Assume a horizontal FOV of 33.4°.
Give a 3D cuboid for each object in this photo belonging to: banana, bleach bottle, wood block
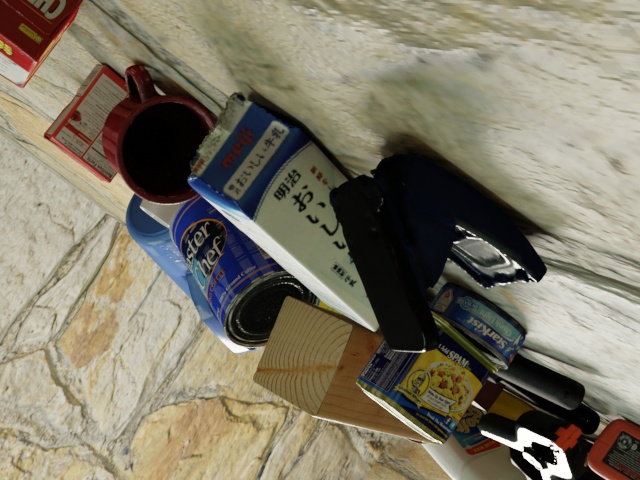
[{"bbox_3d":[0.183,0.176,1.287,0.198,0.037,0.069,31,173,22],"label":"banana"},{"bbox_3d":[0.180,0.244,1.280,0.102,0.068,0.251,1,-156,-24],"label":"bleach bottle"},{"bbox_3d":[0.046,0.130,1.039,0.091,0.090,0.205,23,180,42],"label":"wood block"}]

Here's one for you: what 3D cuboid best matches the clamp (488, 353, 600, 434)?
[{"bbox_3d":[0.166,0.113,0.998,0.210,0.036,0.164,30,173,19],"label":"clamp"}]

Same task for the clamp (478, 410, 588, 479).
[{"bbox_3d":[0.211,0.200,1.053,0.120,0.039,0.171,36,159,16],"label":"clamp"}]

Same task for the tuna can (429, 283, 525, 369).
[{"bbox_3d":[0.133,0.073,0.921,0.086,0.033,0.086,34,172,5],"label":"tuna can"}]

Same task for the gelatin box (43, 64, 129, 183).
[{"bbox_3d":[-0.208,-0.111,1.019,0.073,0.089,0.030,39,171,-30],"label":"gelatin box"}]

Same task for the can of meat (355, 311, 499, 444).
[{"bbox_3d":[0.089,0.114,0.903,0.102,0.084,0.058,40,170,-32],"label":"can of meat"}]

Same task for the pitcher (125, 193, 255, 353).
[{"bbox_3d":[-0.136,0.024,1.337,0.149,0.145,0.242,32,169,39],"label":"pitcher"}]

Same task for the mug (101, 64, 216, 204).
[{"bbox_3d":[-0.145,-0.095,0.921,0.082,0.093,0.117,29,140,62],"label":"mug"}]

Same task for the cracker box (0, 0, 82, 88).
[{"bbox_3d":[-0.281,-0.205,0.852,0.164,0.072,0.214,37,171,-16],"label":"cracker box"}]

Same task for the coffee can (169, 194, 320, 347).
[{"bbox_3d":[-0.075,0.020,1.044,0.140,0.103,0.102,55,-174,38],"label":"coffee can"}]
